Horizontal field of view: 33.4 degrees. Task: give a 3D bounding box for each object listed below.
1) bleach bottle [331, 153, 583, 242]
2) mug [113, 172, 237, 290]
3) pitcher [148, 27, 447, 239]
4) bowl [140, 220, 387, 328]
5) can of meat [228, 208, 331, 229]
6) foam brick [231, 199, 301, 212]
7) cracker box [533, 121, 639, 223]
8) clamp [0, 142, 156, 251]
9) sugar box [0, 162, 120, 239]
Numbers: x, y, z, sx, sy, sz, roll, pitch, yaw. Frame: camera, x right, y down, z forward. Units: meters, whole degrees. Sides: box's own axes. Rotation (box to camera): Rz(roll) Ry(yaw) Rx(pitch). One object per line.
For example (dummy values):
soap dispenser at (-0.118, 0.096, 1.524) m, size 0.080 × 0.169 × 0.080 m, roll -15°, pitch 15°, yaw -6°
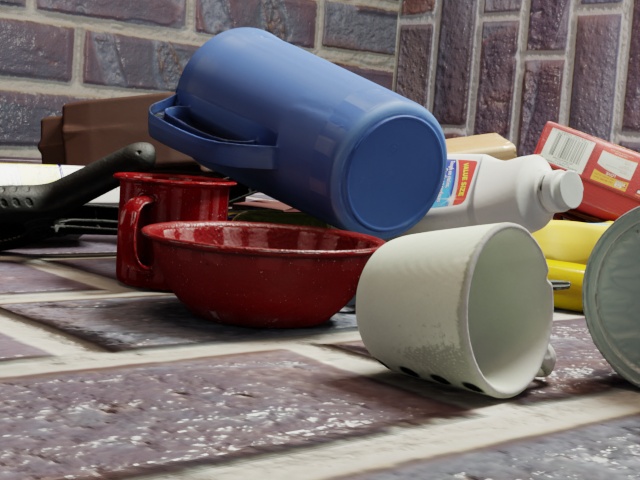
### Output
bleach bottle at (0.103, -0.033, 0.866) m, size 0.251 × 0.068 × 0.102 m, roll -7°, pitch 39°, yaw 48°
mug at (-0.116, -0.006, 0.796) m, size 0.093 × 0.081 × 0.117 m, roll 6°, pitch 6°, yaw 17°
pitcher at (-0.019, -0.085, 0.864) m, size 0.145 × 0.149 × 0.243 m, roll 45°, pitch -9°, yaw -38°
bowl at (-0.038, 0.022, 0.701) m, size 0.162 × 0.055 × 0.162 m, roll 4°, pitch 6°, yaw -1°
can of meat at (-0.056, 0.001, 0.893) m, size 0.101 × 0.057 × 0.084 m, roll -1°, pitch 6°, yaw -37°
foam brick at (-0.050, -0.010, 1.029) m, size 0.053 × 0.051 × 0.078 m, roll 7°, pitch 7°, yaw 16°
cracker box at (0.310, -0.039, 1.099) m, size 0.164 × 0.072 × 0.213 m, roll 24°, pitch -2°, yaw 22°
clamp at (-0.231, -0.021, 0.905) m, size 0.210 × 0.036 × 0.164 m, roll -14°, pitch -19°, yaw -4°
sugar box at (-0.277, -0.033, 0.972) m, size 0.175 × 0.048 × 0.094 m, roll 1°, pitch -23°, yaw -44°
